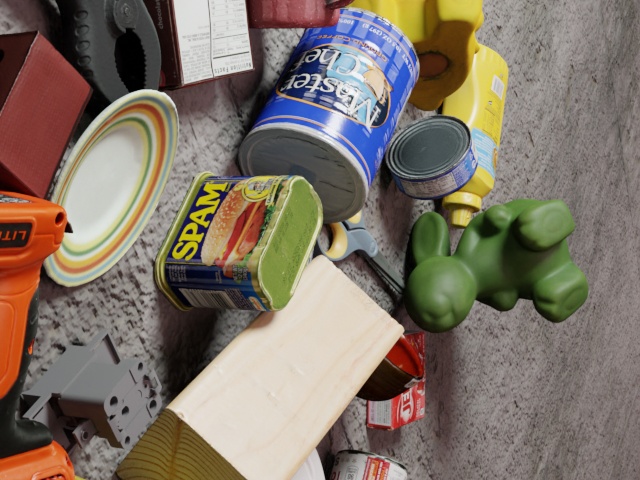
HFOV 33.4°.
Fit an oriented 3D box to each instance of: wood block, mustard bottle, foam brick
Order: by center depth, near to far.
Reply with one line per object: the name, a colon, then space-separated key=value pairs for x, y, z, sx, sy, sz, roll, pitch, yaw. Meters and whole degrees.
foam brick: x=-0.169 y=-0.065 z=0.577 sx=0.051 sy=0.053 sz=0.078 roll=50 pitch=49 yaw=-49
wood block: x=-0.036 y=0.109 z=0.749 sx=0.090 sy=0.091 sz=0.205 roll=42 pitch=40 yaw=3
mustard bottle: x=0.160 y=-0.106 z=1.145 sx=0.096 sy=0.058 sz=0.191 roll=29 pitch=66 yaw=-59

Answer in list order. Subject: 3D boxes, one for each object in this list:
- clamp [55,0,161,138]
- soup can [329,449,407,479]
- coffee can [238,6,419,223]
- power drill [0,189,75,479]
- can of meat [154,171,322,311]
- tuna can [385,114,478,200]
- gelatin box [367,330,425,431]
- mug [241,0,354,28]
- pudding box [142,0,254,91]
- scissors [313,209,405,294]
clamp: x=-0.130 y=-0.149 z=0.657 sx=0.120 sy=0.039 sz=0.171 roll=-50 pitch=139 yaw=-42
soup can: x=0.034 y=0.242 z=0.930 sx=0.068 sy=0.069 sz=0.102 roll=49 pitch=50 yaw=-50
coffee can: x=0.009 y=-0.099 z=0.836 sx=0.102 sy=0.103 sz=0.140 roll=61 pitch=41 yaw=-41
power drill: x=-0.193 y=0.070 z=0.515 sx=0.184 sy=0.057 sz=0.188 roll=-6 pitch=107 yaw=-56
can of meat: x=-0.055 y=0.001 z=0.747 sx=0.057 sy=0.084 sz=0.102 roll=57 pitch=44 yaw=-44
tuna can: x=0.108 y=-0.080 z=1.028 sx=0.033 sy=0.086 sz=0.086 roll=61 pitch=41 yaw=-43
gelatin box: x=0.075 y=0.134 z=1.034 sx=0.073 sy=0.030 sz=0.089 roll=-2 pitch=93 yaw=-60
mug: x=-0.016 y=-0.197 z=0.780 sx=0.093 sy=0.117 sz=0.081 roll=-20 pitch=114 yaw=-56
pudding box: x=-0.089 y=-0.164 z=0.728 sx=0.089 sy=0.039 sz=0.113 roll=-27 pitch=116 yaw=-57
scissors: x=0.033 y=0.015 z=0.972 sx=0.096 sy=0.016 sz=0.201 roll=-62 pitch=141 yaw=-36
